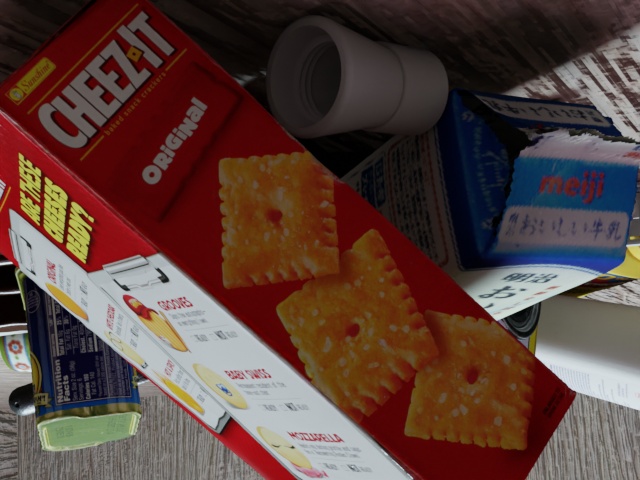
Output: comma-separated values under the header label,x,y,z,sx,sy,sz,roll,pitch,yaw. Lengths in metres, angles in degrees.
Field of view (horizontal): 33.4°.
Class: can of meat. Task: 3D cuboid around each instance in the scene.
label,x,y,z,sx,sy,sz,roll,pitch,yaw
can of meat,-0.127,0.061,0.566,0.057,0.084,0.102,-6,162,-14

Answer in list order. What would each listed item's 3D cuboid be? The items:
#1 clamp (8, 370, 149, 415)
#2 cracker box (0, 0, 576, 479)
label,x,y,z,sx,sy,sz,roll,pitch,yaw
clamp,-0.179,0.111,0.901,0.172,0.039,0.120,-18,-169,40
cracker box,-0.032,0.020,0.418,0.213,0.072,0.164,43,157,-8
